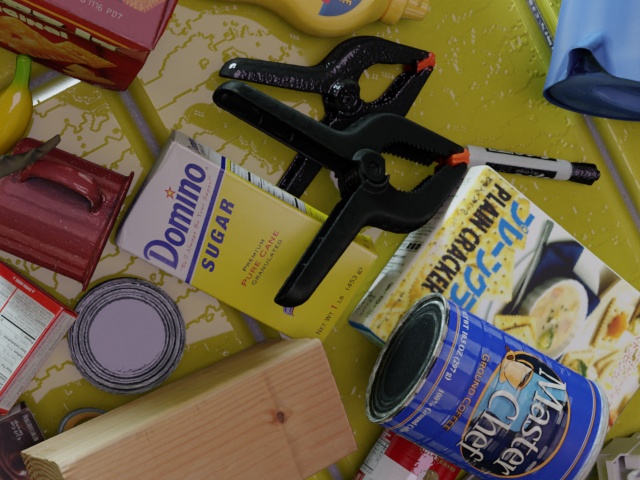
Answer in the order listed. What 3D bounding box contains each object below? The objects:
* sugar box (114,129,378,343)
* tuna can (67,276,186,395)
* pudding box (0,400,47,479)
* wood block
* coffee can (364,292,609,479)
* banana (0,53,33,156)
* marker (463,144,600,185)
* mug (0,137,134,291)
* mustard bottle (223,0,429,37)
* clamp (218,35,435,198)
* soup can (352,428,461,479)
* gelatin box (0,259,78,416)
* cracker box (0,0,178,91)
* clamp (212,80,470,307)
[{"bbox_3d":[-0.055,0.001,0.797,0.176,0.048,0.093,28,104,-15],"label":"sugar box"},{"bbox_3d":[-0.145,0.070,0.794,0.086,0.034,0.086,0,92,-14],"label":"tuna can"},{"bbox_3d":[-0.229,0.186,0.772,0.090,0.039,0.113,-26,98,-14],"label":"pudding box"},{"bbox_3d":[-0.089,0.149,0.752,0.205,0.090,0.091,-22,96,-31],"label":"wood block"},{"bbox_3d":[0.117,0.114,0.759,0.140,0.103,0.103,30,84,-12],"label":"coffee can"},{"bbox_3d":[-0.281,-0.067,0.747,0.197,0.037,0.069,-23,115,-4],"label":"banana"},{"bbox_3d":[0.175,-0.061,0.879,0.121,0.020,0.020,7,90,-14],"label":"marker"},{"bbox_3d":[-0.183,-0.025,0.742,0.081,0.117,0.093,23,69,-9],"label":"mug"},{"bbox_3d":[-0.006,-0.207,0.809,0.191,0.058,0.096,18,82,-15],"label":"mustard bottle"},{"bbox_3d":[0.013,-0.099,0.828,0.171,0.039,0.120,-17,112,-15],"label":"clamp"},{"bbox_3d":[0.070,0.179,0.835,0.068,0.068,0.102,35,84,-13],"label":"soup can"},{"bbox_3d":[-0.228,0.068,0.758,0.073,0.030,0.089,32,83,19],"label":"gelatin box"},{"bbox_3d":[-0.181,-0.164,0.685,0.164,0.214,0.072,22,86,-14],"label":"cracker box"},{"bbox_3d":[0.023,-0.055,0.784,0.209,0.036,0.164,-19,84,-36],"label":"clamp"}]
